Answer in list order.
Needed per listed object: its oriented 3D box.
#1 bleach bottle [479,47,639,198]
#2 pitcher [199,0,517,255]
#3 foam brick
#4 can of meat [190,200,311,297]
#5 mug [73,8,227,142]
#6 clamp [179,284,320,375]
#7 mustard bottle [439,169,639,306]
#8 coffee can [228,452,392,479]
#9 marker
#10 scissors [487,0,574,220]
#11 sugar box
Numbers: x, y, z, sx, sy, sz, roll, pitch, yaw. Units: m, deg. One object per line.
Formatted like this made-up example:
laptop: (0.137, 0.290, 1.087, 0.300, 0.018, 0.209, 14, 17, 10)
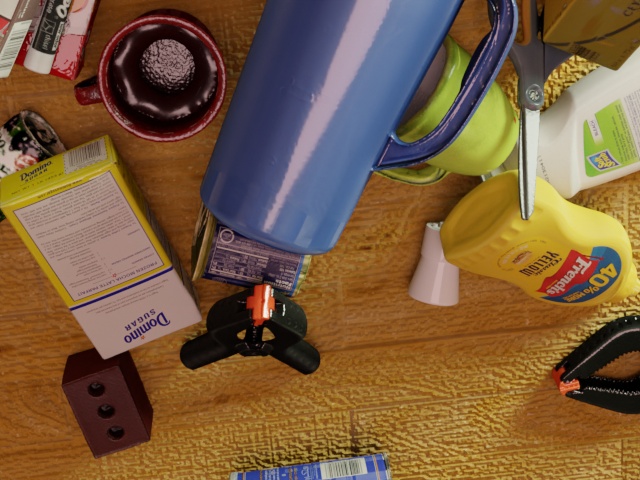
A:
bleach bottle: (0.242, -0.105, 0.849, 0.251, 0.068, 0.102, -23, 111, 7)
pitcher: (0.016, -0.112, 0.748, 0.144, 0.149, 0.243, 14, 108, -35)
foam brick: (-0.180, 0.134, 0.911, 0.053, 0.051, 0.078, -19, 110, 2)
can of meat: (-0.056, 0.001, 0.846, 0.084, 0.102, 0.057, 13, 108, -11)
mug: (-0.128, -0.125, 0.803, 0.117, 0.081, 0.093, -17, 111, 2)
clamp: (-0.063, 0.076, 0.861, 0.120, 0.039, 0.171, -5, 155, 0)
mustard bottle: (0.196, 0.010, 0.872, 0.191, 0.058, 0.096, 22, 133, -33)
coffee can: (-0.005, 0.247, 0.939, 0.140, 0.103, 0.103, -7, 111, -2)
marker: (-0.179, -0.174, 0.739, 0.020, 0.020, 0.121, 20, 109, -11)
scissors: (0.176, -0.116, 0.812, 0.096, 0.016, 0.202, -6, 78, -18)
sugar box: (-0.169, 0.009, 0.843, 0.093, 0.048, 0.176, -21, 132, 2)
